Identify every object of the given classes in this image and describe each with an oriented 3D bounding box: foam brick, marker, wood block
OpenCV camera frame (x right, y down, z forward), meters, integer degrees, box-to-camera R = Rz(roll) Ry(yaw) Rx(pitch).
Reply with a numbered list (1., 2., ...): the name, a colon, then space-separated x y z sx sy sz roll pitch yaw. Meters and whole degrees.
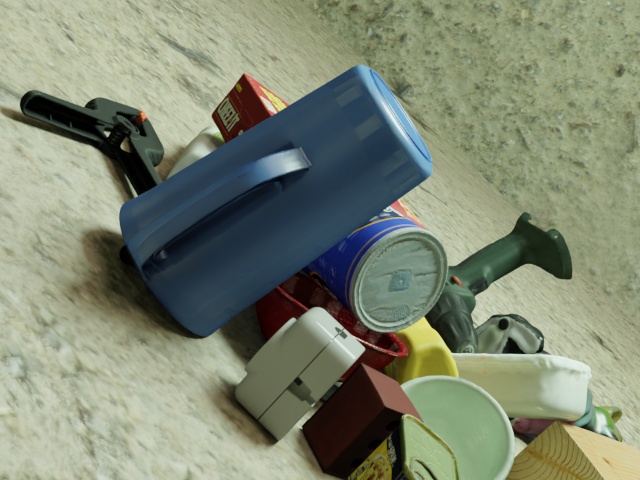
1. foam brick: 0.034 0.151 0.873 0.052 0.078 0.051 29 18 -40
2. marker: -0.152 -0.001 0.943 0.020 0.020 0.121 41 15 -4
3. wood block: 0.301 0.273 1.176 0.205 0.090 0.091 25 23 -48

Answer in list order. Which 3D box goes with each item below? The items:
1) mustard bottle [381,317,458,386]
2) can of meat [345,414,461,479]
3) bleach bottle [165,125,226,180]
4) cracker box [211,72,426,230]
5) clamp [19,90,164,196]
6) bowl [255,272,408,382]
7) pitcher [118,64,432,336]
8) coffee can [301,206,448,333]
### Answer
1. mustard bottle: 0.087 0.112 1.089 0.192 0.058 0.096 -121 -156 -70
2. can of meat: 0.057 0.192 0.799 0.057 0.084 0.102 39 15 -10
3. bleach bottle: -0.106 -0.076 1.191 0.102 0.068 0.251 40 13 -8
4. cracker box: -0.005 -0.071 1.154 0.213 0.072 0.164 32 15 -32
5. clamp: -0.211 -0.108 1.060 0.164 0.036 0.210 38 13 -14
6. bowl: -0.002 0.083 0.979 0.162 0.055 0.162 30 7 -4
7. pitcher: -0.037 -0.036 0.867 0.145 0.243 0.149 49 14 -31
8. coffee can: 0.038 0.009 1.000 0.102 0.103 0.140 29 6 -39
